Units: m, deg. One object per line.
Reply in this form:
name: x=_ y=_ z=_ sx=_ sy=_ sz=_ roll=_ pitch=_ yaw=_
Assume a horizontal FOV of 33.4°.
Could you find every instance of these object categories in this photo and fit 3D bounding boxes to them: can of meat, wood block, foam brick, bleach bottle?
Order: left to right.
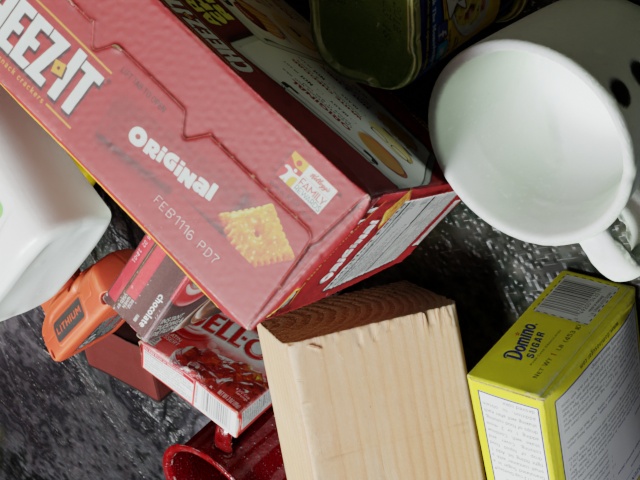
bleach bottle: x=-0.228 y=-0.080 z=0.623 sx=0.251 sy=0.067 sz=0.103 roll=52 pitch=125 yaw=11
foam brick: x=-0.132 y=0.073 z=0.787 sx=0.078 sy=0.052 sz=0.051 roll=20 pitch=133 yaw=33
wood block: x=0.034 y=0.135 z=0.565 sx=0.090 sy=0.090 sz=0.206 roll=-157 pitch=55 yaw=-76
can of meat: x=0.040 y=-0.121 z=0.424 sx=0.058 sy=0.083 sz=0.102 roll=23 pitch=135 yaw=32

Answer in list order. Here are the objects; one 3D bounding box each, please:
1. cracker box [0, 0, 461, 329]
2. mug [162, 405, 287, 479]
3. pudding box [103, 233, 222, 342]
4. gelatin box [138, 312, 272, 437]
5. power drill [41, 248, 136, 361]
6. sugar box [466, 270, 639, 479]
cracker box: x=-0.030 y=-0.054 z=0.450 sx=0.164 sy=0.213 sz=0.072 roll=43 pitch=106 yaw=10
mug: x=-0.049 y=0.147 z=0.739 sx=0.093 sy=0.081 sz=0.117 roll=25 pitch=136 yaw=30
pudding box: x=-0.054 y=0.001 z=0.575 sx=0.039 sy=0.113 sz=0.090 roll=42 pitch=113 yaw=12
gelatin box: x=-0.063 y=0.076 z=0.702 sx=0.089 sy=0.073 sz=0.030 roll=32 pitch=138 yaw=24
power drill: x=-0.179 y=-0.029 z=0.686 sx=0.188 sy=0.057 sz=0.185 roll=55 pitch=137 yaw=7
sugar box: x=0.124 y=0.113 z=0.525 sx=0.048 sy=0.093 sz=0.176 roll=16 pitch=130 yaw=38
